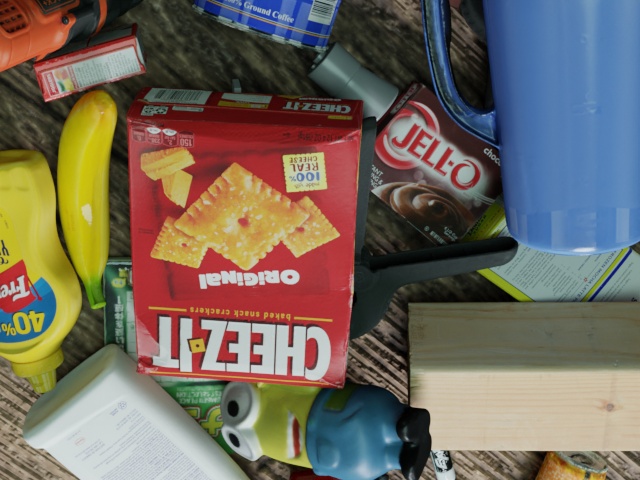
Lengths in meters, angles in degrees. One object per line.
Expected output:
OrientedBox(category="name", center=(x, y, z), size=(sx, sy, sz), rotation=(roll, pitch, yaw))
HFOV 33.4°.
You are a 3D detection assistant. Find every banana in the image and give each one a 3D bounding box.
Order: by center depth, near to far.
OrientedBox(category="banana", center=(-0.169, -0.041, 0.789), size=(0.037, 0.070, 0.198), rotation=(-22, 140, -30))

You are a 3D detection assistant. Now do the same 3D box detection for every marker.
OrientedBox(category="marker", center=(0.106, 0.186, 0.949), size=(0.020, 0.020, 0.121), rotation=(-18, 110, -4))

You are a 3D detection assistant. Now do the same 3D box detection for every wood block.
OrientedBox(category="wood block", center=(0.174, 0.110, 0.867), size=(0.206, 0.090, 0.091), rotation=(0, 124, 4))

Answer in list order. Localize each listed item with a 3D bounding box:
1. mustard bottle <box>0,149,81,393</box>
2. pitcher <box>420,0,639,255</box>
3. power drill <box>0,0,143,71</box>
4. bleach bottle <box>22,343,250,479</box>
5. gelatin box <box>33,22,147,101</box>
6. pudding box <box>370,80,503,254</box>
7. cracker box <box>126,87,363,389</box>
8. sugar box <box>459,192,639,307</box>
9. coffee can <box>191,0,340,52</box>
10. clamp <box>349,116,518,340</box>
OrientedBox(category="mustard bottle", center=(-0.235, 0.029, 0.818), size=(0.096, 0.058, 0.191), rotation=(-6, 111, 13))
OrientedBox(category="pitcher", center=(0.171, -0.117, 0.764), size=(0.144, 0.149, 0.243), rotation=(-22, 116, -35))
OrientedBox(category="power drill", center=(-0.216, -0.210, 0.712), size=(0.057, 0.184, 0.187), rotation=(-37, 95, 36))
OrientedBox(category="bleach bottle", center=(-0.121, 0.204, 0.878), size=(0.102, 0.068, 0.250), rotation=(-38, 110, 6))
OrientedBox(category="gelatin box", center=(-0.163, -0.129, 0.765), size=(0.073, 0.089, 0.030), rotation=(-16, 109, -4))
OrientedBox(category="pudding box", center=(0.088, -0.059, 0.856), size=(0.113, 0.039, 0.090), rotation=(38, 98, -18))
OrientedBox(category="cracker box", center=(-0.055, 0.001, 0.788), size=(0.164, 0.072, 0.214), rotation=(4, 116, 3))
OrientedBox(category="sugar box", center=(0.208, 0.022, 0.901), size=(0.176, 0.048, 0.093), rotation=(34, 101, -21))
OrientedBox(category="coffee can", center=(-0.023, -0.216, 0.753), size=(0.102, 0.103, 0.140), rotation=(15, 105, -14))
OrientedBox(category="clamp", center=(0.027, 0.011, 0.845), size=(0.210, 0.036, 0.164), rotation=(-37, 109, 20))
